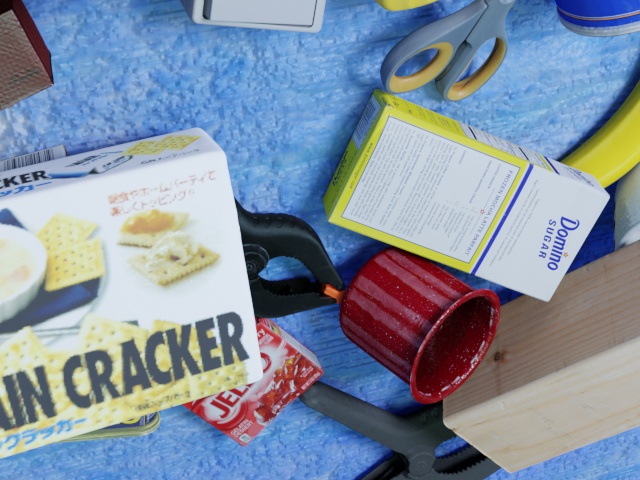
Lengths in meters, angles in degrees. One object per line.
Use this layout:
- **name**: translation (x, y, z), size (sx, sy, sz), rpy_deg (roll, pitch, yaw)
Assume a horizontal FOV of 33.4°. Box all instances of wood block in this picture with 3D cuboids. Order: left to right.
- **wood block**: translation (0.197, 0.083, 0.779), size (0.206, 0.090, 0.090), rpy_deg (-30, 126, 33)

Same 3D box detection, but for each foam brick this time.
- **foam brick**: translation (-0.202, -0.105, 0.622), size (0.078, 0.051, 0.053), rpy_deg (-25, 123, -2)

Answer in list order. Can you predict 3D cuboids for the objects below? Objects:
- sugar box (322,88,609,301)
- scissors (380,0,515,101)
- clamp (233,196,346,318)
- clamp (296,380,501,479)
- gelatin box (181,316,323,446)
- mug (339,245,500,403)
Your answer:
- **sugar box**: translation (0.100, -0.030, 0.745), size (0.176, 0.048, 0.093), rpy_deg (20, 112, -16)
- **scissors**: translation (0.094, -0.147, 0.648), size (0.096, 0.016, 0.202), rpy_deg (-13, 154, -16)
- **clamp**: translation (-0.055, 0.001, 0.735), size (0.171, 0.039, 0.120), rpy_deg (10, 120, -26)
- **clamp**: translation (0.070, 0.183, 0.876), size (0.209, 0.036, 0.165), rpy_deg (0, 118, -18)
- **gelatin box**: translation (-0.054, 0.103, 0.796), size (0.089, 0.030, 0.073), rpy_deg (-43, 121, 9)
- **mug**: translation (0.076, 0.054, 0.771), size (0.117, 0.082, 0.093), rpy_deg (-12, 127, -45)
